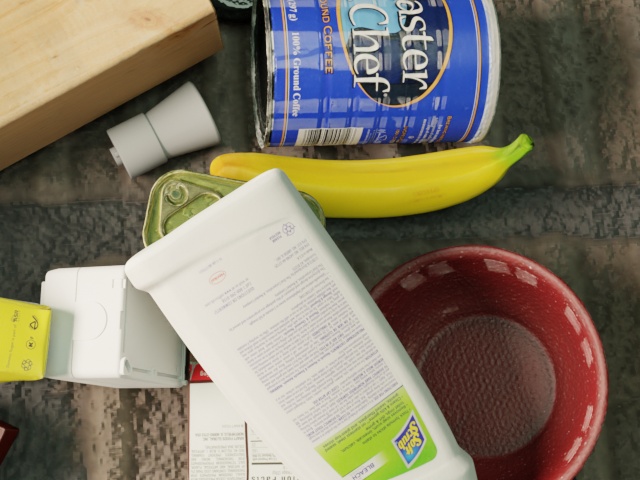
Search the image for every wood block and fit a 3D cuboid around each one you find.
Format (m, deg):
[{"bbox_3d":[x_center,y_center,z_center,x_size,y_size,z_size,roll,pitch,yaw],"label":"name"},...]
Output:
[{"bbox_3d":[-0.171,-0.113,0.631,0.206,0.091,0.090,-30,86,-3],"label":"wood block"}]

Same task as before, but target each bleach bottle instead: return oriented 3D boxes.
[{"bbox_3d":[0.005,0.090,0.574,0.102,0.068,0.251,-33,96,-7],"label":"bleach bottle"}]

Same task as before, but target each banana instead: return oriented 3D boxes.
[{"bbox_3d":[0.032,-0.041,0.676,0.198,0.069,0.037,-6,54,-1],"label":"banana"}]

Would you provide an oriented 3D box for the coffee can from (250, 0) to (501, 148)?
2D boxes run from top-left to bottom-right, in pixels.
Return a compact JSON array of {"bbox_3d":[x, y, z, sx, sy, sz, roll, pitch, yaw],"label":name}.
[{"bbox_3d":[0.031,-0.111,0.671,0.140,0.103,0.103,-2,79,-9],"label":"coffee can"}]

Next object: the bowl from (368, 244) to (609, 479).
[{"bbox_3d":[0.094,0.086,0.645,0.162,0.055,0.162,-4,78,20],"label":"bowl"}]

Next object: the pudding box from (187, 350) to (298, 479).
[{"bbox_3d":[-0.032,0.093,0.638,0.090,0.039,0.113,-4,80,14],"label":"pudding box"}]

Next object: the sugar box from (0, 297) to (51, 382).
[{"bbox_3d":[-0.241,0.043,0.562,0.175,0.094,0.048,11,75,-31],"label":"sugar box"}]

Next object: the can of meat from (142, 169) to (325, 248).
[{"bbox_3d":[-0.054,0.001,0.645,0.102,0.084,0.057,10,78,-6],"label":"can of meat"}]
